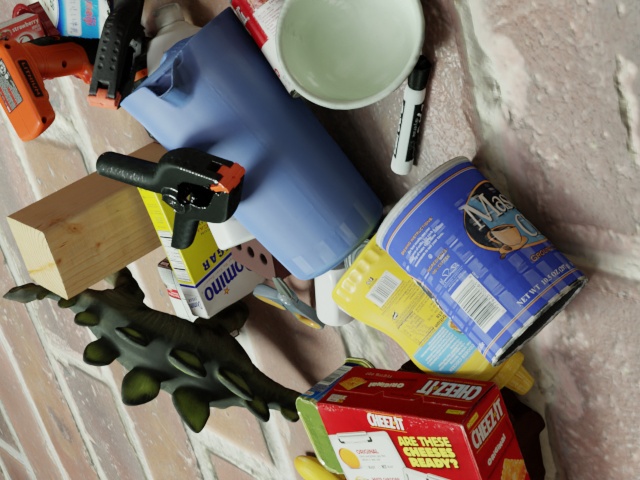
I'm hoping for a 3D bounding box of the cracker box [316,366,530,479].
[{"bbox_3d":[0.109,0.223,0.977,0.164,0.072,0.213,0,121,41],"label":"cracker box"}]

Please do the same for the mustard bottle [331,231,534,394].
[{"bbox_3d":[0.110,0.072,0.952,0.191,0.058,0.096,38,115,3],"label":"mustard bottle"}]

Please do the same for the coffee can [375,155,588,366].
[{"bbox_3d":[0.129,0.016,0.861,0.140,0.102,0.103,47,148,16],"label":"coffee can"}]

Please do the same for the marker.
[{"bbox_3d":[0.077,-0.106,0.906,0.020,0.020,0.121,40,144,28],"label":"marker"}]

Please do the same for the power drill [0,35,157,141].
[{"bbox_3d":[-0.255,-0.169,1.160,0.057,0.187,0.184,-31,89,44],"label":"power drill"}]

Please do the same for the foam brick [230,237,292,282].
[{"bbox_3d":[-0.058,0.001,1.159,0.078,0.051,0.053,26,137,42],"label":"foam brick"}]

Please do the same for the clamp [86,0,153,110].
[{"bbox_3d":[-0.195,-0.200,1.079,0.036,0.210,0.165,8,145,0],"label":"clamp"}]

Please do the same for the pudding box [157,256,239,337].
[{"bbox_3d":[-0.158,0.076,1.381,0.090,0.039,0.113,10,127,50],"label":"pudding box"}]

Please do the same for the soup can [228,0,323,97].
[{"bbox_3d":[-0.024,-0.185,0.932,0.102,0.068,0.069,57,149,0],"label":"soup can"}]

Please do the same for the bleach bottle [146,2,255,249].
[{"bbox_3d":[-0.104,-0.123,1.090,0.251,0.102,0.068,68,162,-1],"label":"bleach bottle"}]

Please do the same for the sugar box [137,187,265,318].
[{"bbox_3d":[-0.135,-0.009,1.220,0.048,0.093,0.176,1,119,55],"label":"sugar box"}]

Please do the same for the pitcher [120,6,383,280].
[{"bbox_3d":[-0.055,-0.087,0.991,0.242,0.149,0.145,48,153,-11],"label":"pitcher"}]

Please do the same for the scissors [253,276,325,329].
[{"bbox_3d":[-0.049,0.054,1.124,0.096,0.016,0.201,22,168,25],"label":"scissors"}]

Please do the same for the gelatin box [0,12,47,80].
[{"bbox_3d":[-0.345,-0.203,1.186,0.030,0.089,0.073,19,132,46],"label":"gelatin box"}]

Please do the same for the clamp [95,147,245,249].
[{"bbox_3d":[-0.130,-0.050,0.944,0.120,0.039,0.172,37,149,-18],"label":"clamp"}]

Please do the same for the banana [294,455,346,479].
[{"bbox_3d":[0.035,0.331,1.334,0.198,0.037,0.070,43,145,23],"label":"banana"}]

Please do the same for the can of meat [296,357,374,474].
[{"bbox_3d":[0.029,0.194,1.177,0.058,0.083,0.102,0,117,55],"label":"can of meat"}]

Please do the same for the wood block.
[{"bbox_3d":[-0.243,-0.027,1.246,0.091,0.205,0.090,19,132,45],"label":"wood block"}]
